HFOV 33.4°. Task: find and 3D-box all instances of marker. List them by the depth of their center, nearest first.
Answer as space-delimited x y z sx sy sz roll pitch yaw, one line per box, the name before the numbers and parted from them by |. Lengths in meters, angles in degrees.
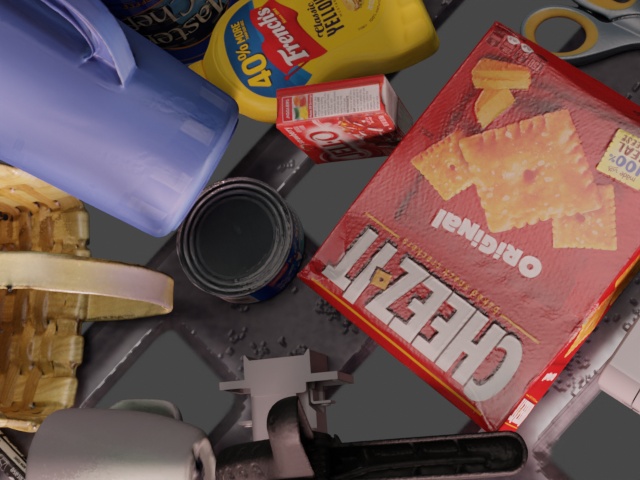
marker | -0.203 0.173 0.756 0.121 0.020 0.020 38 89 22

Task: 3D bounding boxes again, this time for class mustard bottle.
mustard bottle | -0.020 -0.138 0.758 0.192 0.058 0.096 -24 75 10

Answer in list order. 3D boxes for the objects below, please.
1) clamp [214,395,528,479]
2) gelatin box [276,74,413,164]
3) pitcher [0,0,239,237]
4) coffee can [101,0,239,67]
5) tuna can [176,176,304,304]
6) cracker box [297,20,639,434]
clamp | -0.008 0.130 0.629 0.210 0.164 0.036 -25 56 45
gelatin box | 0.018 -0.078 0.714 0.073 0.089 0.030 -5 76 16
pitcher | -0.175 -0.108 0.685 0.242 0.149 0.145 30 103 -11
coffee can | -0.120 -0.197 0.760 0.103 0.140 0.103 -4 75 16
tuna can | -0.055 0.001 0.746 0.086 0.033 0.086 -4 75 16
cracker box | 0.115 -0.008 0.675 0.164 0.072 0.214 38 90 22
